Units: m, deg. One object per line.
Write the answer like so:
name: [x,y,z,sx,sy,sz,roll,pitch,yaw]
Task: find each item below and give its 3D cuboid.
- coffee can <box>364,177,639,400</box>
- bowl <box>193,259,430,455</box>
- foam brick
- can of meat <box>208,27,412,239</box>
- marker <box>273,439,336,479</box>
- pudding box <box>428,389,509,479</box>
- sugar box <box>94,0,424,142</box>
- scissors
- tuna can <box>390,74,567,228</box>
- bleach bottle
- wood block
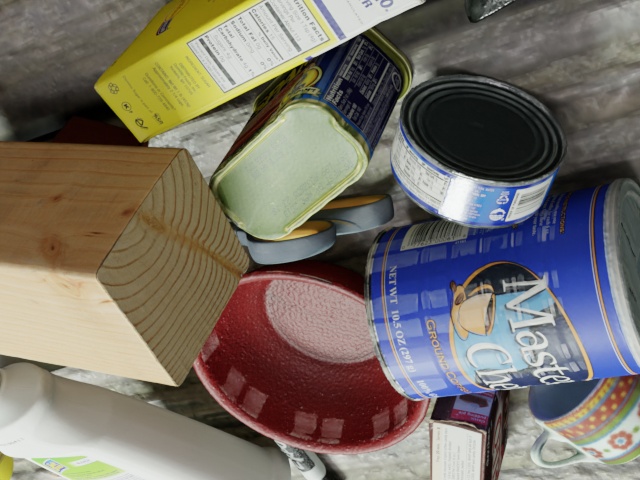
coffee can: [0.109,0.030,0.585,0.141,0.102,0.102,-12,123,29]
bowl: [-0.002,0.066,0.691,0.162,0.055,0.162,11,131,13]
foam brick: [-0.143,-0.029,0.669,0.051,0.053,0.078,18,132,6]
can of meat: [-0.006,-0.057,0.570,0.057,0.083,0.102,40,131,-14]
marker: [-0.019,0.154,0.796,0.020,0.020,0.121,-18,120,32]
pudding box: [0.096,0.123,0.677,0.039,0.090,0.113,6,130,17]
sugar box: [-0.022,-0.116,0.522,0.177,0.093,0.048,-24,117,34]
scissors: [-0.054,0.001,0.639,0.202,0.096,0.016,-10,103,25]
tuna can: [0.079,-0.046,0.545,0.086,0.086,0.034,18,134,6]
bleach bottle: [-0.140,0.143,0.748,0.103,0.068,0.250,-23,138,35]
wood block: [-0.158,0.006,0.587,0.206,0.090,0.090,4,139,31]
